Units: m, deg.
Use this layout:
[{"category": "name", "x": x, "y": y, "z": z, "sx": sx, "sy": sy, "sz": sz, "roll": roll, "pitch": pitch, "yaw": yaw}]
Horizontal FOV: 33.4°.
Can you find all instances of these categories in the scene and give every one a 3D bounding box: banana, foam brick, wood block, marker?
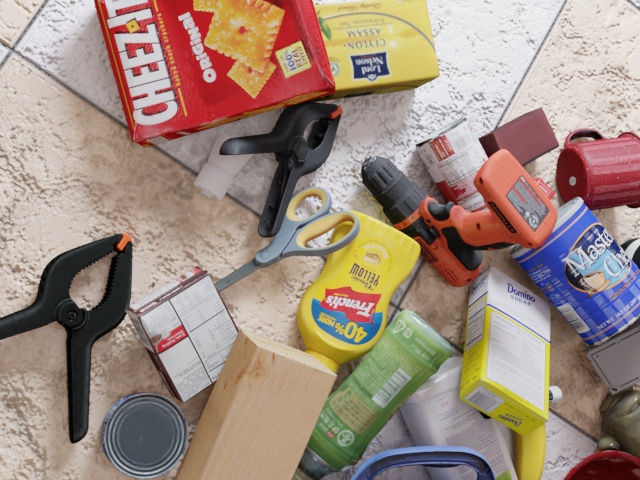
[{"category": "banana", "x": 0.223, "y": 0.194, "z": 1.229, "sx": 0.069, "sy": 0.037, "sz": 0.198, "roll": -24, "pitch": 94, "yaw": -14}, {"category": "foam brick", "x": 0.227, "y": -0.113, "z": 1.248, "sx": 0.078, "sy": 0.053, "sz": 0.051, "roll": -28, "pitch": 95, "yaw": -21}, {"category": "wood block", "x": -0.075, "y": 0.205, "z": 1.070, "sx": 0.090, "sy": 0.090, "sz": 0.206, "roll": 23, "pitch": 91, "yaw": -18}, {"category": "marker", "x": 0.222, "y": 0.180, "z": 1.186, "sx": 0.120, "sy": 0.020, "sz": 0.020, "roll": -5, "pitch": 87, "yaw": -37}]

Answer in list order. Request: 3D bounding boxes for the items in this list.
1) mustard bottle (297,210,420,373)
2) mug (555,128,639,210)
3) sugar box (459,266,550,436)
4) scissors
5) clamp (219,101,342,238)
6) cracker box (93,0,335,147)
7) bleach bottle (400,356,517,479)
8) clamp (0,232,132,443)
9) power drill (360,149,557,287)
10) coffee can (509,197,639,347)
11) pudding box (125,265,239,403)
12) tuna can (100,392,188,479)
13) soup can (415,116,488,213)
[{"category": "mustard bottle", "x": 0.029, "y": 0.070, "z": 1.158, "sx": 0.096, "sy": 0.058, "sz": 0.191, "roll": 27, "pitch": 78, "yaw": -6}, {"category": "mug", "x": 0.330, "y": -0.088, "z": 1.270, "sx": 0.081, "sy": 0.093, "sz": 0.117, "roll": -8, "pitch": 57, "yaw": -15}, {"category": "sugar box", "x": 0.206, "y": 0.119, "z": 1.179, "sx": 0.093, "sy": 0.048, "sz": 0.176, "roll": 32, "pitch": 38, "yaw": -15}, {"category": "scissors", "x": -0.058, "y": 0.001, "z": 1.149, "sx": 0.202, "sy": 0.016, "sz": 0.096, "roll": -19, "pitch": 54, "yaw": 1}, {"category": "clamp", "x": -0.039, "y": -0.100, "z": 1.136, "sx": 0.171, "sy": 0.039, "sz": 0.120, "roll": -57, "pitch": 139, "yaw": -28}, {"category": "cracker box", "x": -0.107, "y": -0.202, "z": 1.088, "sx": 0.213, "sy": 0.072, "sz": 0.164, "roll": -15, "pitch": 90, "yaw": 2}, {"category": "bleach bottle", "x": 0.166, "y": 0.262, "z": 1.190, "sx": 0.102, "sy": 0.068, "sz": 0.251, "roll": -22, "pitch": 95, "yaw": -21}, {"category": "clamp", "x": -0.262, "y": 0.074, "z": 1.063, "sx": 0.164, "sy": 0.036, "sz": 0.210, "roll": 32, "pitch": 74, "yaw": -20}, {"category": "power drill", "x": 0.146, "y": -0.037, "z": 1.143, "sx": 0.184, "sy": 0.188, "sz": 0.057, "roll": 46, "pitch": 61, "yaw": -14}, {"category": "coffee can", "x": 0.301, "y": 0.036, "z": 1.223, "sx": 0.102, "sy": 0.103, "sz": 0.140, "roll": -40, "pitch": 89, "yaw": -18}, {"category": "pudding box", "x": -0.134, "y": 0.097, "z": 1.097, "sx": 0.090, "sy": 0.039, "sz": 0.113, "roll": -32, "pitch": 114, "yaw": -20}, {"category": "tuna can", "x": -0.180, "y": 0.198, "z": 1.086, "sx": 0.086, "sy": 0.034, "sz": 0.086, "roll": 2, "pitch": 85, "yaw": -20}, {"category": "soup can", "x": 0.160, "y": -0.081, "z": 1.212, "sx": 0.068, "sy": 0.069, "sz": 0.102, "roll": -31, "pitch": 96, "yaw": -19}]
